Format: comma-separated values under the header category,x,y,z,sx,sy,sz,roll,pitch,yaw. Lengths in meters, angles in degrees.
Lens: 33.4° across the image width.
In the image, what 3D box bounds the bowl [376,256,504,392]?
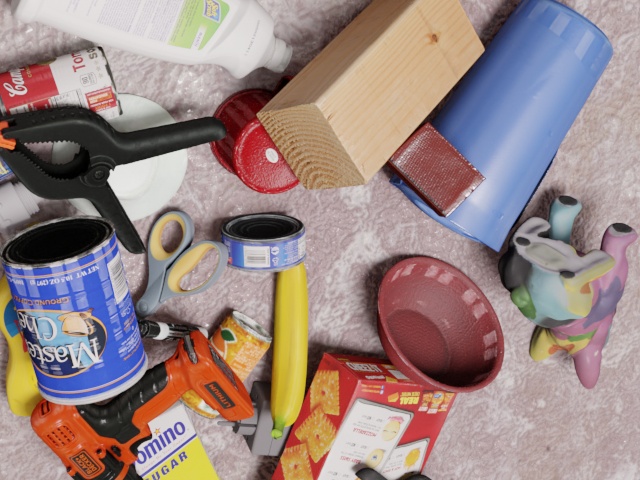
category,x,y,z,sx,sy,sz,roll,pitch,yaw
bowl,0.117,0.099,1.147,0.162,0.162,0.055,17,140,-23

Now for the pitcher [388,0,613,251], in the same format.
category,x,y,z,sx,sy,sz,roll,pitch,yaw
pitcher,0.192,-0.116,1.088,0.145,0.149,0.243,33,94,-2

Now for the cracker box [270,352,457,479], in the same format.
category,x,y,z,sx,sy,sz,roll,pitch,yaw
cracker box,0.039,0.234,1.174,0.163,0.072,0.214,11,108,-42

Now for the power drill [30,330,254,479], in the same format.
category,x,y,z,sx,sy,sz,roll,pitch,yaw
power drill,-0.163,0.186,1.056,0.187,0.057,0.184,-32,128,1

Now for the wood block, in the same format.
category,x,y,z,sx,sy,sz,roll,pitch,yaw
wood block,0.050,-0.147,0.990,0.205,0.090,0.090,-48,117,-29

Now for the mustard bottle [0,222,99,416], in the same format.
category,x,y,z,sx,sy,sz,roll,pitch,yaw
mustard bottle,-0.266,0.074,1.039,0.096,0.058,0.192,-7,112,-13

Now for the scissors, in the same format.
category,x,y,z,sx,sy,sz,roll,pitch,yaw
scissors,-0.178,0.046,1.073,0.202,0.016,0.096,-33,75,22

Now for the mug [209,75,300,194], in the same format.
category,x,y,z,sx,sy,sz,roll,pitch,yaw
mug,-0.048,-0.104,1.030,0.093,0.081,0.117,25,101,-25

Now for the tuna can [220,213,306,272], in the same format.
category,x,y,z,sx,sy,sz,roll,pitch,yaw
tuna can,-0.057,0.001,1.065,0.086,0.086,0.034,-7,111,-16

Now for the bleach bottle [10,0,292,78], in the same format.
category,x,y,z,sx,sy,sz,roll,pitch,yaw
bleach bottle,-0.143,-0.203,0.972,0.250,0.068,0.103,19,102,-26

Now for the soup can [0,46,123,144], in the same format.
category,x,y,z,sx,sy,sz,roll,pitch,yaw
soup can,-0.237,-0.130,0.964,0.102,0.068,0.068,-18,115,-11

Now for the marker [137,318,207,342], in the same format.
category,x,y,z,sx,sy,sz,roll,pitch,yaw
marker,-0.149,0.092,1.065,0.020,0.020,0.121,-55,156,7

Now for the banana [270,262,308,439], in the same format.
category,x,y,z,sx,sy,sz,roll,pitch,yaw
banana,-0.031,0.107,1.116,0.037,0.070,0.198,3,81,-5

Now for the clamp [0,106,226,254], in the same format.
category,x,y,z,sx,sy,sz,roll,pitch,yaw
clamp,-0.206,-0.061,0.974,0.209,0.036,0.165,9,124,-38

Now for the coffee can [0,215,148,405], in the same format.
category,x,y,z,sx,sy,sz,roll,pitch,yaw
coffee can,-0.220,0.062,0.960,0.102,0.103,0.140,-15,115,-13

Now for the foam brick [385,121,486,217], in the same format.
category,x,y,z,sx,sy,sz,roll,pitch,yaw
foam brick,0.105,-0.066,0.993,0.078,0.053,0.051,44,91,-3

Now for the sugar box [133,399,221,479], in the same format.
category,x,y,z,sx,sy,sz,roll,pitch,yaw
sugar box,-0.160,0.255,1.150,0.093,0.048,0.176,-25,117,-6
